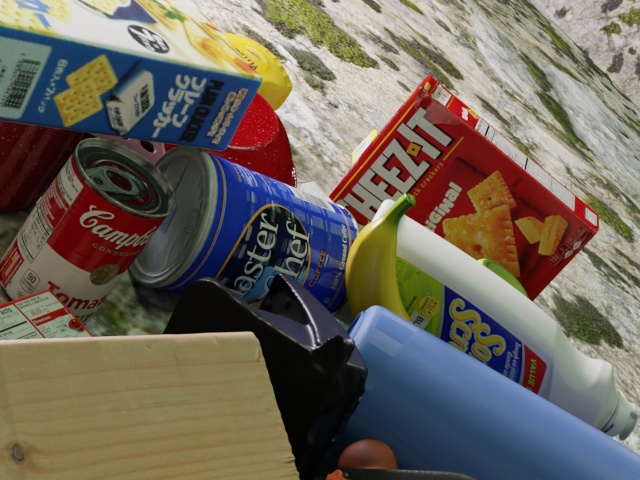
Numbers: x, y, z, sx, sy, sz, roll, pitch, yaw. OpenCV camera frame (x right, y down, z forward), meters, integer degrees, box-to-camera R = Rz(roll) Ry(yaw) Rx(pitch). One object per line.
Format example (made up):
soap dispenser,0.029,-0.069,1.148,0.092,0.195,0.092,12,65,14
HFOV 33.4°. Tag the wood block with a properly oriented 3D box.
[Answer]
wood block,-0.118,0.099,0.487,0.205,0.090,0.091,4,62,-49

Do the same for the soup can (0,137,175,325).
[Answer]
soup can,-0.144,-0.003,0.652,0.068,0.102,0.068,32,25,-17

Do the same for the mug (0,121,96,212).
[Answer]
mug,-0.197,-0.067,0.713,0.117,0.082,0.093,32,25,-17

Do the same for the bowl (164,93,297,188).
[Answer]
bowl,-0.086,-0.088,0.886,0.162,0.055,0.162,16,42,-15

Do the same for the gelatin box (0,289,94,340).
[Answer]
gelatin box,-0.154,0.073,0.595,0.089,0.030,0.073,45,26,10

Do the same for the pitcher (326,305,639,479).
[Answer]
pitcher,0.105,0.152,0.721,0.243,0.149,0.144,33,33,1

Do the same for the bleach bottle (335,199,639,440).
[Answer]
bleach bottle,0.134,0.073,0.823,0.251,0.103,0.068,30,26,2

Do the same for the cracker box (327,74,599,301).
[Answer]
cracker box,0.129,-0.024,1.013,0.213,0.164,0.072,39,22,-2

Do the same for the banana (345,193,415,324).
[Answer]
banana,0.063,0.062,0.773,0.037,0.070,0.198,-71,143,-56

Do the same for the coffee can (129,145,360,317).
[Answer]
coffee can,-0.055,0.001,0.775,0.140,0.103,0.103,20,30,-37
